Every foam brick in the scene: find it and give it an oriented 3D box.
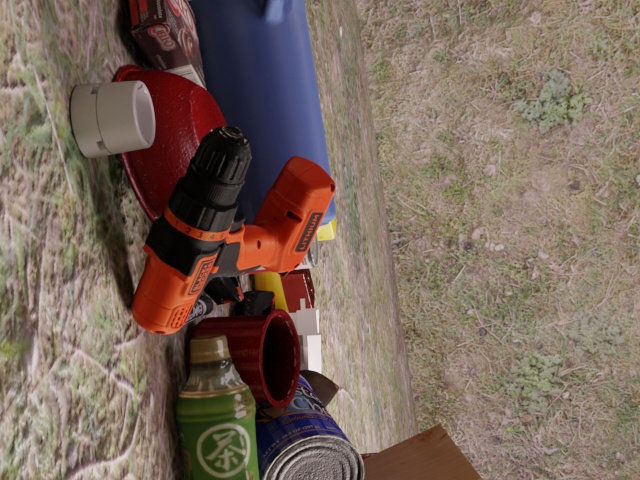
[{"bbox_3d":[-0.040,0.057,1.418,0.053,0.051,0.078,-86,166,-51],"label":"foam brick"}]

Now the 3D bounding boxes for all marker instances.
[{"bbox_3d":[-0.121,0.066,0.985,0.121,0.020,0.020,-17,101,-81],"label":"marker"}]

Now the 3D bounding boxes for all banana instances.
[{"bbox_3d":[-0.056,0.087,1.345,0.198,0.037,0.069,73,8,-49],"label":"banana"}]

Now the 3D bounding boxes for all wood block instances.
[{"bbox_3d":[0.058,0.287,1.096,0.091,0.206,0.090,51,-20,50],"label":"wood block"}]

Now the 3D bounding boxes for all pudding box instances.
[{"bbox_3d":[-0.139,-0.195,0.951,0.113,0.039,0.090,69,10,-65],"label":"pudding box"}]

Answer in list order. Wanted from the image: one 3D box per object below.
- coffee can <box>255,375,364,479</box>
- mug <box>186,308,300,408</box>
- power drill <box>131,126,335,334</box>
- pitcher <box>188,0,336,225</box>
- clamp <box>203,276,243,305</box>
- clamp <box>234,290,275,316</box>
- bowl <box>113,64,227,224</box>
[{"bbox_3d":[-0.031,0.199,1.039,0.140,0.102,0.103,-136,-148,-61],"label":"coffee can"},{"bbox_3d":[-0.070,0.108,1.020,0.117,0.082,0.093,-44,128,-62],"label":"mug"},{"bbox_3d":[-0.065,-0.020,0.877,0.187,0.057,0.185,-18,142,-55],"label":"power drill"},{"bbox_3d":[-0.063,-0.126,1.078,0.149,0.145,0.243,-11,89,-74],"label":"pitcher"},{"bbox_3d":[-0.113,-0.004,1.029,0.120,0.039,0.171,-65,142,-61],"label":"clamp"},{"bbox_3d":[-0.074,0.128,1.183,0.210,0.036,0.164,-73,152,-66],"label":"clamp"},{"bbox_3d":[-0.114,-0.080,0.908,0.162,0.055,0.162,-16,90,-76],"label":"bowl"}]
